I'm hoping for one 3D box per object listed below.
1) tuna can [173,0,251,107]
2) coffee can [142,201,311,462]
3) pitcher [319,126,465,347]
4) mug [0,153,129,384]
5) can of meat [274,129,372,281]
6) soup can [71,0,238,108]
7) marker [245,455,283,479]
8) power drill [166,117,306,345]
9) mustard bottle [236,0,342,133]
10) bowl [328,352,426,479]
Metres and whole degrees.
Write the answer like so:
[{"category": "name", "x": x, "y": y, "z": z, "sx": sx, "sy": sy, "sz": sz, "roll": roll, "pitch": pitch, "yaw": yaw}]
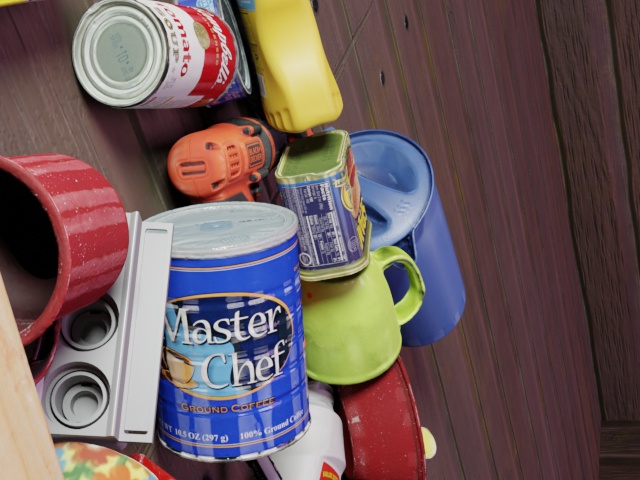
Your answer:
[{"category": "tuna can", "x": -0.077, "y": -0.142, "z": 0.773, "sx": 0.086, "sy": 0.034, "sz": 0.086, "roll": -14, "pitch": 90, "yaw": -85}, {"category": "coffee can", "x": -0.061, "y": 0.056, "z": 0.685, "sx": 0.102, "sy": 0.103, "sz": 0.140, "roll": -45, "pitch": 134, "yaw": -65}, {"category": "pitcher", "x": 0.065, "y": 0.002, "z": 1.054, "sx": 0.242, "sy": 0.145, "sz": 0.149, "roll": 59, "pitch": 43, "yaw": -56}, {"category": "mug", "x": -0.143, "y": 0.013, "z": 0.514, "sx": 0.081, "sy": 0.093, "sz": 0.117, "roll": -29, "pitch": 117, "yaw": -74}, {"category": "can of meat", "x": 0.003, "y": -0.030, "z": 0.823, "sx": 0.102, "sy": 0.057, "sz": 0.084, "roll": -78, "pitch": 156, "yaw": -65}, {"category": "soup can", "x": -0.104, "y": -0.118, "z": 0.681, "sx": 0.102, "sy": 0.069, "sz": 0.068, "roll": -21, "pitch": 105, "yaw": -69}, {"category": "marker", "x": -0.037, "y": 0.177, "z": 0.787, "sx": 0.121, "sy": 0.020, "sz": 0.020, "roll": 59, "pitch": 16, "yaw": 13}, {"category": "power drill", "x": -0.055, "y": 0.001, "z": 0.808, "sx": 0.184, "sy": 0.057, "sz": 0.187, "roll": -34, "pitch": 116, "yaw": -71}, {"category": "mustard bottle", "x": -0.037, "y": -0.179, "z": 0.778, "sx": 0.096, "sy": 0.058, "sz": 0.191, "roll": -121, "pitch": -167, "yaw": -68}, {"category": "bowl", "x": 0.043, "y": 0.163, "z": 0.950, "sx": 0.162, "sy": 0.055, "sz": 0.162, "roll": 170, "pitch": -90, "yaw": -79}]
